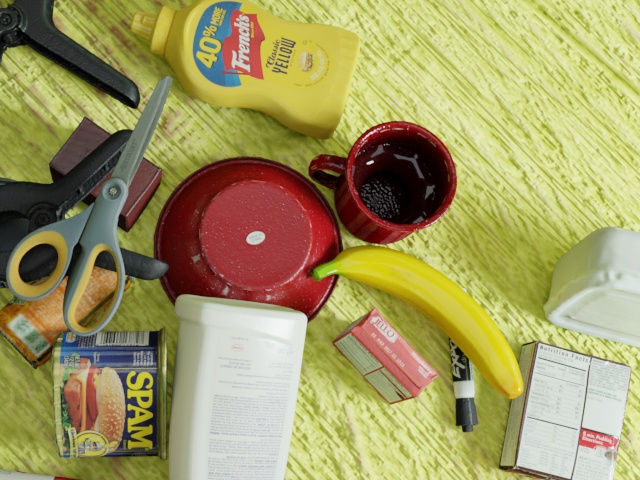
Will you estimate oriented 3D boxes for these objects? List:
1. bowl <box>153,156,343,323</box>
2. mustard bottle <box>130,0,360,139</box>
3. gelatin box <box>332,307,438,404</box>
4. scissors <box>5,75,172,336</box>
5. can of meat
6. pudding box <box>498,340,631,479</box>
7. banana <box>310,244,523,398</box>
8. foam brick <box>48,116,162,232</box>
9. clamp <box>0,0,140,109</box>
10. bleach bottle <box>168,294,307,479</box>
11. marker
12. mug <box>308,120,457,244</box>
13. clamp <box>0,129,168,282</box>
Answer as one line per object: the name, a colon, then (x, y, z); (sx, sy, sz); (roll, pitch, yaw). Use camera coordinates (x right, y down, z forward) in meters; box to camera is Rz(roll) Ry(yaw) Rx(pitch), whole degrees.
bowl: (-0.056, 0.001, 0.878); (0.162, 0.055, 0.162); (2, 78, -9)
mustard bottle: (-0.067, -0.158, 0.910); (0.191, 0.058, 0.096); (17, 74, -5)
gelatin box: (0.051, 0.094, 0.857); (0.030, 0.089, 0.073); (-43, 87, -16)
scissors: (-0.173, -0.031, 0.789); (0.096, 0.016, 0.202); (8, 83, 1)
can of meat: (-0.159, 0.118, 0.816); (0.084, 0.057, 0.102); (1, 114, -7)
pudding box: (0.207, 0.149, 0.899); (0.090, 0.039, 0.113); (16, 73, -6)
banana: (0.088, 0.056, 0.879); (0.198, 0.037, 0.069); (30, 64, 0)
foam brick: (-0.174, -0.053, 0.871); (0.078, 0.053, 0.051); (35, 74, -1)
clamp: (-0.268, -0.169, 0.889); (0.164, 0.036, 0.210); (-27, 81, -15)
bleach bottle: (-0.076, 0.172, 0.812); (0.102, 0.068, 0.251); (9, 91, -25)
marker: (0.119, 0.101, 0.904); (0.020, 0.020, 0.121); (-2, 78, -10)
mug: (0.046, -0.046, 0.891); (0.117, 0.082, 0.093); (12, 75, -8)
clamp: (-0.204, -0.022, 0.818); (0.171, 0.039, 0.120); (-4, 71, -1)
